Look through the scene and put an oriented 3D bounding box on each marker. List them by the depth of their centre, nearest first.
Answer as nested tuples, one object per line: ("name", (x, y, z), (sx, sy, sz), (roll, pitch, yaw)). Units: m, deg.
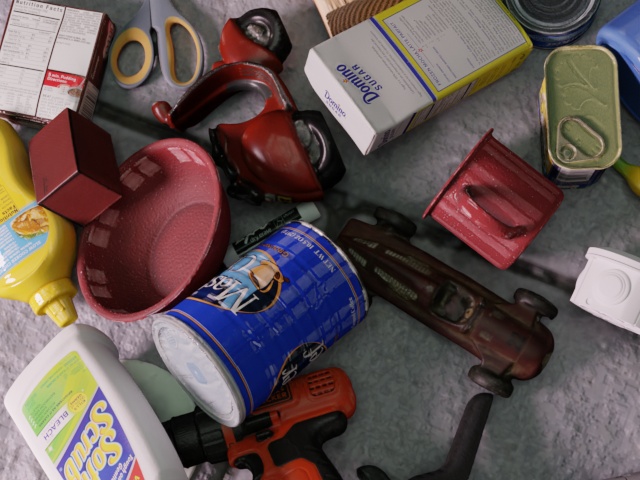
("marker", (-0.056, 0.001, 0.920), (0.121, 0.020, 0.020), (-30, 78, 0))

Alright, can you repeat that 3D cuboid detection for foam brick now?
("foam brick", (-0.210, -0.062, 0.911), (0.053, 0.051, 0.078), (-35, 50, 22))

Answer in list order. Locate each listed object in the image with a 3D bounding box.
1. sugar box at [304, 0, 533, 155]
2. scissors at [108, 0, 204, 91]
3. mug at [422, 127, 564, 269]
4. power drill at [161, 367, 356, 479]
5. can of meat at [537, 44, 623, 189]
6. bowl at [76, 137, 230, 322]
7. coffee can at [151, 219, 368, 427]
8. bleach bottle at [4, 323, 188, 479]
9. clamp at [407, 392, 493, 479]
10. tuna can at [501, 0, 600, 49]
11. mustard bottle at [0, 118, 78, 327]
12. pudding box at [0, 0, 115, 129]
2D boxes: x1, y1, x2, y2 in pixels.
("sugar box", (0.083, -0.152, 0.893), (0.176, 0.048, 0.093), (-31, 77, -19))
("scissors", (-0.164, -0.223, 0.973), (0.096, 0.016, 0.202), (-20, 78, 2))
("mug", (0.140, -0.028, 0.859), (0.081, 0.117, 0.093), (38, 108, 6))
("power drill", (-0.044, 0.193, 0.823), (0.184, 0.057, 0.188), (-18, 47, -2))
("can of meat", (0.210, -0.098, 0.877), (0.057, 0.084, 0.102), (-2, 80, 5))
("bowl", (-0.128, -0.002, 0.889), (0.162, 0.055, 0.162), (-17, 60, 32))
("coffee can", (-0.046, 0.064, 0.841), (0.140, 0.103, 0.103), (-38, 77, -26))
("bleach bottle", (-0.146, 0.174, 0.808), (0.102, 0.068, 0.251), (-47, 51, -2))
("clamp", (0.106, 0.198, 0.838), (0.171, 0.039, 0.120), (-23, 64, -21))
("tuna can", (0.199, -0.212, 0.924), (0.086, 0.033, 0.086), (-1, 80, 6))
("mustard bottle", (-0.266, -0.007, 0.923), (0.096, 0.058, 0.192), (-36, 78, 6))
("pudding box", (-0.243, -0.156, 0.959), (0.090, 0.039, 0.113), (12, 79, 8))
